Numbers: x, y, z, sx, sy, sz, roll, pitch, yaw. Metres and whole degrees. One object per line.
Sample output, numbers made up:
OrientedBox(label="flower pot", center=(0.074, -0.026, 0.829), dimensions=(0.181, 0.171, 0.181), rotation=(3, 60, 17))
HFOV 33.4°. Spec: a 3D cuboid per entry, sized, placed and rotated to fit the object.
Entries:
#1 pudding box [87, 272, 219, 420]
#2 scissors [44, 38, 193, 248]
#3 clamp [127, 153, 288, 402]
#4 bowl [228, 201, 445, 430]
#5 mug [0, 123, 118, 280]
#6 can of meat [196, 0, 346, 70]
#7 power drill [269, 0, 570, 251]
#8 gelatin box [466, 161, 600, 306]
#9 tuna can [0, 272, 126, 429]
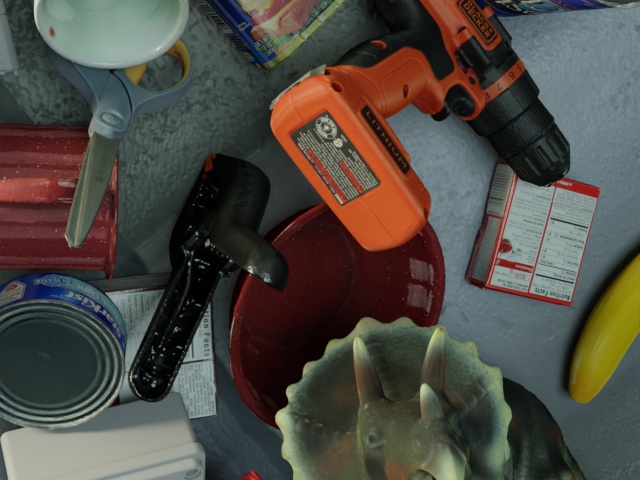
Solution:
OrientedBox(label="pudding box", center=(-0.121, 0.069, 0.657), dimensions=(0.113, 0.039, 0.090), rotation=(-5, 100, -21))
OrientedBox(label="scissors", center=(-0.128, -0.073, 0.571), dimensions=(0.096, 0.201, 0.016), rotation=(28, 127, -2))
OrientedBox(label="clamp", center=(-0.054, 0.001, 0.603), dimensions=(0.120, 0.171, 0.039), rotation=(-32, 125, 32))
OrientedBox(label="bowl", center=(0.001, 0.038, 0.672), dimensions=(0.161, 0.055, 0.162), rotation=(-15, 119, -30))
OrientedBox(label="mug", center=(-0.155, -0.024, 0.590), dimensions=(0.081, 0.117, 0.093), rotation=(0, 92, -15))
OrientedBox(label="can of meat", center=(-0.029, -0.166, 0.642), dimensions=(0.102, 0.057, 0.084), rotation=(-46, 113, -8))
OrientedBox(label="power drill", center=(0.067, -0.074, 0.644), dimensions=(0.184, 0.057, 0.187), rotation=(50, 45, -8))
OrientedBox(label="gelatin box", center=(0.149, -0.004, 0.747), dimensions=(0.073, 0.030, 0.089), rotation=(13, 94, -23))
OrientedBox(label="tuna can", center=(-0.150, 0.061, 0.591), dimensions=(0.086, 0.034, 0.086), rotation=(-3, 120, -5))
